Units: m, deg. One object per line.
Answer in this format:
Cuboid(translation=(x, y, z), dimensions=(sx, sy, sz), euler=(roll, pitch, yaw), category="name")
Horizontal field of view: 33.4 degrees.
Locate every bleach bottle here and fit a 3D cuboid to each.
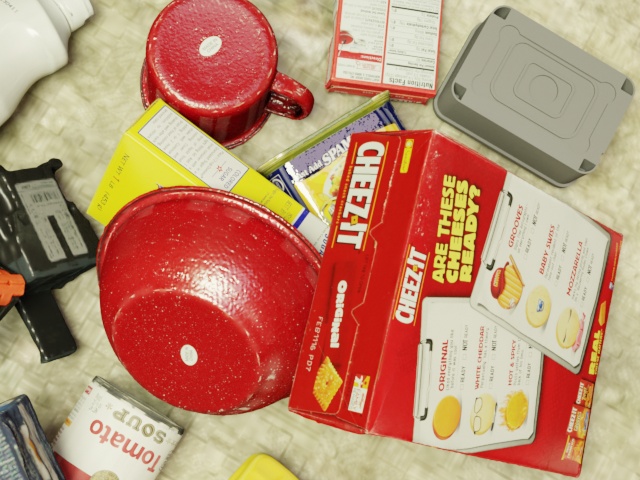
Cuboid(translation=(-0.240, -0.079, 0.647), dimensions=(0.250, 0.068, 0.103), euler=(-40, 57, -21), category="bleach bottle")

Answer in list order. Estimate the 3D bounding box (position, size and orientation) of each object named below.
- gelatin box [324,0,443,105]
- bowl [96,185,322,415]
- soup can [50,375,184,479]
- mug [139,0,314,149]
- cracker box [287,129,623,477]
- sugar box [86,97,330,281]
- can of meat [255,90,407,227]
Cuboid(translation=(0.044, -0.141, 0.730), dimensions=(0.073, 0.030, 0.089), euler=(6, 83, -8), category="gelatin box")
Cuboid(translation=(-0.070, 0.050, 0.629), dimensions=(0.162, 0.162, 0.055), euler=(32, 38, -3), category="bowl")
Cuboid(translation=(-0.137, 0.143, 0.653), dimensions=(0.068, 0.068, 0.102), euler=(32, 80, -3), category="soup can")
Cuboid(translation=(-0.060, -0.106, 0.685), dimensions=(0.117, 0.081, 0.093), euler=(23, 81, -4), category="mug")
Cuboid(translation=(0.089, 0.044, 0.639), dimensions=(0.213, 0.072, 0.164), euler=(21, 79, -43), category="cracker box")
Cuboid(translation=(-0.054, 0.001, 0.666), dimensions=(0.176, 0.093, 0.048), euler=(38, 50, 0), category="sugar box")
Cuboid(translation=(0.022, -0.036, 0.701), dimensions=(0.102, 0.057, 0.084), euler=(-32, 90, -9), category="can of meat")
